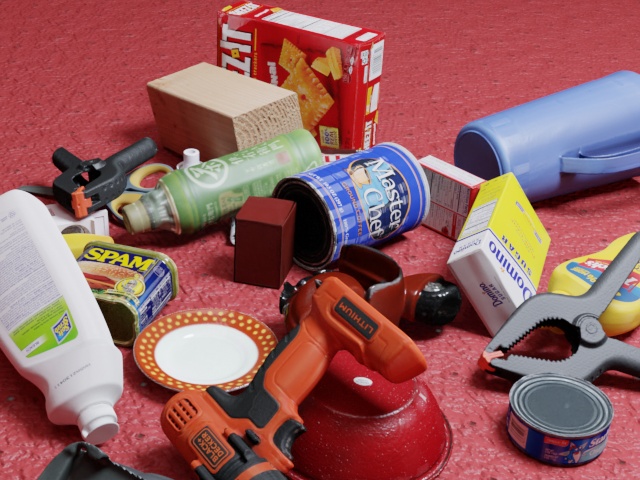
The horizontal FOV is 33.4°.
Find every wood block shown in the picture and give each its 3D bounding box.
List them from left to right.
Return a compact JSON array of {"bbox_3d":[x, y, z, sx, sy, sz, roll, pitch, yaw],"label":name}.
[{"bbox_3d":[-0.115,-0.144,1.289,0.090,0.090,0.206,-27,32,-28],"label":"wood block"}]

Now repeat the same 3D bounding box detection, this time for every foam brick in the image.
[{"bbox_3d":[-0.057,0.001,1.088,0.051,0.078,0.053,11,31,11],"label":"foam brick"}]

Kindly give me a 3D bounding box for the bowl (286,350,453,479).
[{"bbox_3d":[0.032,0.138,0.877,0.162,0.055,0.162,2,29,-1],"label":"bowl"}]

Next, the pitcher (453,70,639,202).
[{"bbox_3d":[0.289,-0.112,1.264,0.242,0.149,0.145,-17,72,-25],"label":"pitcher"}]

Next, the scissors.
[{"bbox_3d":[-0.247,-0.065,1.223,0.202,0.016,0.096,20,60,28],"label":"scissors"}]

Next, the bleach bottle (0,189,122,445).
[{"bbox_3d":[-0.241,0.073,0.921,0.102,0.068,0.251,-38,57,5],"label":"bleach bottle"}]

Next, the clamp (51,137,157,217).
[{"bbox_3d":[-0.238,-0.074,1.168,0.120,0.039,0.171,-15,28,-3],"label":"clamp"}]

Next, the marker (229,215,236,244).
[{"bbox_3d":[-0.092,-0.031,1.201,0.020,0.020,0.121,0,29,-5],"label":"marker"}]

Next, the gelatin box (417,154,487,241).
[{"bbox_3d":[0.142,-0.045,1.189,0.030,0.073,0.089,-24,39,-38],"label":"gelatin box"}]

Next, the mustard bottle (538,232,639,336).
[{"bbox_3d":[0.281,0.050,1.048,0.191,0.058,0.096,-19,41,-32],"label":"mustard bottle"}]

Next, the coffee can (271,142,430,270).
[{"bbox_3d":[0.032,-0.038,1.137,0.140,0.103,0.103,-22,38,-36],"label":"coffee can"}]

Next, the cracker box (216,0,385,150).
[{"bbox_3d":[-0.031,-0.200,1.357,0.214,0.164,0.072,19,31,26],"label":"cracker box"}]

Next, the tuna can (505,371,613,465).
[{"bbox_3d":[0.199,0.149,0.892,0.086,0.034,0.086,2,29,-1],"label":"tuna can"}]

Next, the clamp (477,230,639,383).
[{"bbox_3d":[0.242,0.075,0.966,0.210,0.036,0.164,-7,66,-6],"label":"clamp"}]

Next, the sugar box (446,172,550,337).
[{"bbox_3d":[0.183,0.010,1.072,0.048,0.093,0.176,-26,17,27],"label":"sugar box"}]

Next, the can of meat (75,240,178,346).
[{"bbox_3d":[-0.199,0.050,1.013,0.102,0.057,0.083,11,33,15],"label":"can of meat"}]

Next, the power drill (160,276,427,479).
[{"bbox_3d":[-0.011,0.132,0.801,0.187,0.057,0.185,-43,54,-8],"label":"power drill"}]
